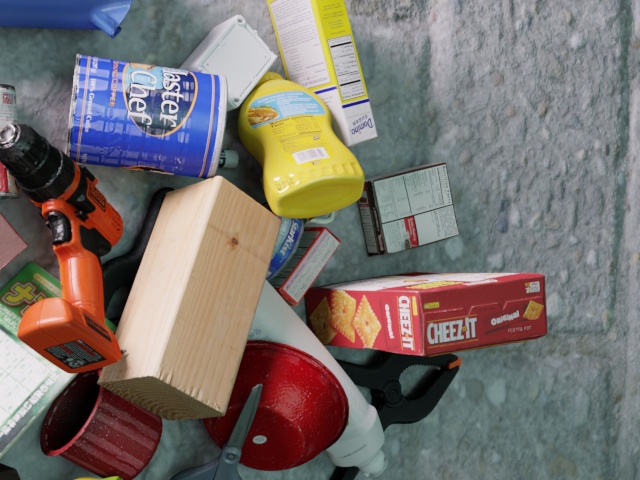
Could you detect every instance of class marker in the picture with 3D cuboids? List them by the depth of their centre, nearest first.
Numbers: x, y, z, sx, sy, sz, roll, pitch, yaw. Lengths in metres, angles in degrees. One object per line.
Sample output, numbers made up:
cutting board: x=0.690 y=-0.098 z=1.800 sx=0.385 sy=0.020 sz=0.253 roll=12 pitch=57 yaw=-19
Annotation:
marker: x=-0.142 y=-0.086 z=1.095 sx=0.120 sy=0.020 sz=0.020 roll=1 pitch=89 yaw=-31

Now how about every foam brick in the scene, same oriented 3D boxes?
foam brick: x=-0.308 y=0.002 z=0.962 sx=0.053 sy=0.078 sz=0.051 roll=-44 pitch=111 yaw=-21

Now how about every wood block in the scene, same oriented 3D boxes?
wood block: x=-0.119 y=0.056 z=1.006 sx=0.090 sy=0.090 sz=0.206 roll=36 pitch=57 yaw=-34

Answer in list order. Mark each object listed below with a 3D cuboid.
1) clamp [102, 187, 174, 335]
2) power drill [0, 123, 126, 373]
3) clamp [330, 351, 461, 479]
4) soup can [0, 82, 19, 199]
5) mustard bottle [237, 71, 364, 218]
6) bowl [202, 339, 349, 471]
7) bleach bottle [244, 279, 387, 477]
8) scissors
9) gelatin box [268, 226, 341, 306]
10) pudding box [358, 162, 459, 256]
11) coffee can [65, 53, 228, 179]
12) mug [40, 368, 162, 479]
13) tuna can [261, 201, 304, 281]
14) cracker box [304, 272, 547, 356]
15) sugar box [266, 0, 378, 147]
clamp: x=-0.167 y=0.044 z=1.068 sx=0.120 sy=0.039 sz=0.171 roll=46 pitch=68 yaw=-19
power drill: x=-0.227 y=0.009 z=0.939 sx=0.184 sy=0.057 sz=0.187 roll=53 pitch=25 yaw=-55
clamp: x=0.066 y=0.165 z=1.205 sx=0.209 sy=0.036 sz=0.164 roll=-28 pitch=104 yaw=-24
soup can: x=-0.309 y=-0.089 z=0.968 sx=0.068 sy=0.069 sz=0.102 roll=-2 pitch=90 yaw=-31
mustard bottle: x=-0.032 y=-0.109 z=1.089 sx=0.096 sy=0.058 sz=0.192 roll=-14 pitch=52 yaw=-15
bowl: x=-0.055 y=0.177 z=1.061 sx=0.162 sy=0.162 sz=0.055 roll=49 pitch=31 yaw=-21
bleach bottle: x=-0.021 y=0.157 z=1.111 sx=0.250 sy=0.103 sz=0.068 roll=51 pitch=30 yaw=-19
scissors: x=-0.107 y=0.212 z=1.047 sx=0.096 sy=0.016 sz=0.202 roll=3 pitch=126 yaw=-2
gelatin box: x=-0.028 y=0.027 z=1.129 sx=0.030 sy=0.073 sz=0.089 roll=44 pitch=68 yaw=-24
pudding box: x=0.101 y=-0.036 z=1.228 sx=0.113 sy=0.039 sz=0.090 roll=-15 pitch=96 yaw=-32
coffee can: x=-0.166 y=-0.116 z=1.012 sx=0.140 sy=0.103 sz=0.103 roll=7 pitch=86 yaw=-13
mug: x=-0.199 y=0.169 z=1.016 sx=0.081 sy=0.093 sz=0.117 roll=38 pitch=78 yaw=-30
tuna can: x=-0.057 y=0.001 z=1.106 sx=0.033 sy=0.086 sz=0.086 roll=34 pitch=73 yaw=-24
cracker box: x=0.107 y=0.075 z=1.127 sx=0.163 sy=0.214 sz=0.072 roll=-6 pitch=92 yaw=-31
sugar box: x=0.002 y=-0.185 z=1.140 sx=0.048 sy=0.093 sz=0.176 roll=-22 pitch=101 yaw=-30
